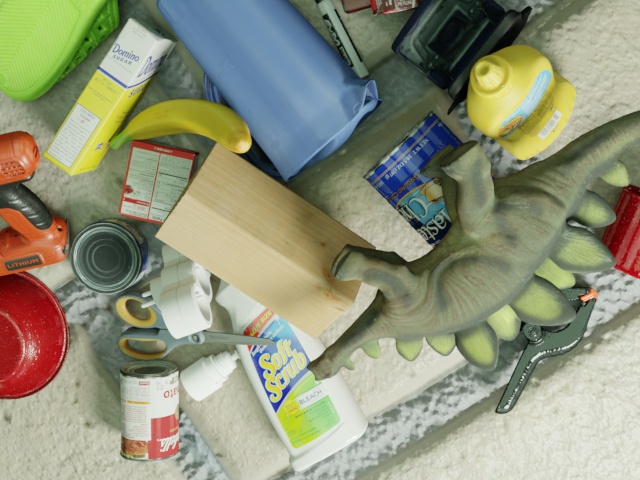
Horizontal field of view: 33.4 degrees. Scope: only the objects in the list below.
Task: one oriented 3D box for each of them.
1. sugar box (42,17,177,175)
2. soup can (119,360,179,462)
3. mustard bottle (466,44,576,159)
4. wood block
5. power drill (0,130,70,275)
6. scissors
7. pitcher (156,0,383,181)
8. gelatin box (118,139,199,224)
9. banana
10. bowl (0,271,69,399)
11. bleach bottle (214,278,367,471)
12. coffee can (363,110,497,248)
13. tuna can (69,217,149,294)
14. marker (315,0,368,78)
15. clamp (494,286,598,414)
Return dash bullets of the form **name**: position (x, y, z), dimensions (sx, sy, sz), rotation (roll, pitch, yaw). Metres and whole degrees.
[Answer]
- **sugar box**: position (-0.226, -0.156, 1.158), dimensions (0.048, 0.093, 0.176), rotation (37, 101, -2)
- **soup can**: position (-0.196, 0.194, 1.223), dimensions (0.068, 0.068, 0.102), rotation (2, 98, 5)
- **mustard bottle**: position (0.194, -0.144, 1.068), dimensions (0.058, 0.191, 0.096), rotation (43, 102, 26)
- **wood block**: position (-0.057, 0.001, 1.138), dimensions (0.206, 0.090, 0.091), rotation (33, 138, -8)
- **power drill**: position (-0.367, -0.035, 1.151), dimensions (0.184, 0.187, 0.057), rotation (-11, 55, 6)
- **scissors**: position (-0.151, 0.090, 1.190), dimensions (0.202, 0.016, 0.096), rotation (-13, 110, 28)
- **pitcher**: position (-0.065, -0.186, 1.128), dimensions (0.149, 0.145, 0.243), rotation (-40, 89, -2)
- **gelatin box**: position (-0.182, -0.064, 1.200), dimensions (0.073, 0.030, 0.089), rotation (13, 99, 2)
- **banana**: position (-0.137, -0.120, 1.129), dimensions (0.198, 0.037, 0.069), rotation (3, 63, 39)
- **bowl**: position (-0.377, 0.114, 1.235), dimensions (0.162, 0.055, 0.162), rotation (1, 99, 6)
- **bleach bottle**: position (-0.050, 0.127, 1.202), dimensions (0.103, 0.068, 0.251), rotation (-31, 92, 11)
- **coffee can**: position (0.130, -0.053, 1.133), dimensions (0.103, 0.102, 0.140), rotation (-44, 92, 10)
- **tuna can**: position (-0.241, 0.018, 1.217), dimensions (0.086, 0.033, 0.086), rotation (1, 99, 6)
- **marker**: position (0.018, -0.231, 1.159), dimensions (0.020, 0.020, 0.121), rotation (-26, 95, 9)
- **clamp**: position (0.224, 0.096, 1.180), dimensions (0.171, 0.039, 0.120), rotation (-42, 88, 4)
